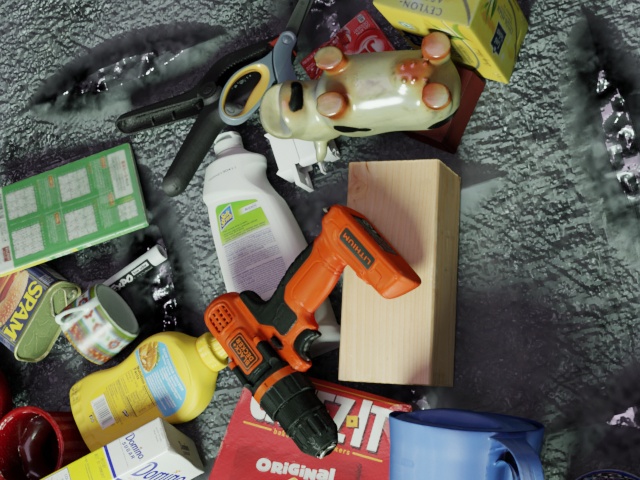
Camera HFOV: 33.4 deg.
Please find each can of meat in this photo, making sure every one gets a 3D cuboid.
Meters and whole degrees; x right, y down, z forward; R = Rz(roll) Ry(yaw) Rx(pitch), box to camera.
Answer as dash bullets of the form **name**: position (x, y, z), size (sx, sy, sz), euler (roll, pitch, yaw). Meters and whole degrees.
- **can of meat**: position (-0.331, 0.071, 1.199), size (0.084, 0.057, 0.102), euler (32, 94, 26)

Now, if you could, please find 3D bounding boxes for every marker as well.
- **marker**: position (-0.221, 0.044, 1.177), size (0.121, 0.020, 0.020), euler (-33, 71, 15)

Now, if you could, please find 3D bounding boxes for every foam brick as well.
- **foam brick**: position (0.118, -0.133, 1.047), size (0.051, 0.053, 0.078), euler (25, 91, 24)

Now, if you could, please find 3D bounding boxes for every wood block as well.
- **wood block**: position (0.077, 0.034, 1.019), size (0.091, 0.090, 0.206), euler (0, 81, 22)

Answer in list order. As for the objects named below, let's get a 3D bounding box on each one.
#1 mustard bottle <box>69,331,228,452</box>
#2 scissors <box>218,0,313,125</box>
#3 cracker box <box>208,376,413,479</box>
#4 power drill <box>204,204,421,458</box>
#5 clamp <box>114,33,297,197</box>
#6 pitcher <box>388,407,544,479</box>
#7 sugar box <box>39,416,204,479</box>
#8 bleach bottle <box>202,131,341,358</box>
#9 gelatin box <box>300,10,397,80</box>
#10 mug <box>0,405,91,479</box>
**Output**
- **mustard bottle**: position (-0.168, 0.150, 1.118), size (0.192, 0.058, 0.096), euler (-33, 70, 15)
- **scissors**: position (-0.023, -0.187, 1.094), size (0.096, 0.016, 0.201), euler (38, 76, 6)
- **cracker box**: position (-0.019, 0.237, 0.988), size (0.164, 0.072, 0.213), euler (13, 65, 15)
- **power drill**: position (0.000, 0.076, 0.962), size (0.188, 0.057, 0.184), euler (-46, 66, 13)
- **clamp**: position (-0.111, -0.138, 1.121), size (0.210, 0.036, 0.165), euler (-34, 43, 1)
- **pitcher**: position (0.121, 0.266, 0.899), size (0.145, 0.149, 0.243), euler (2, 88, 21)
- **sugar box**: position (-0.215, 0.248, 1.083), size (0.176, 0.093, 0.048), euler (-26, 60, 5)
- **bleach bottle**: position (-0.057, 0.001, 1.095), size (0.103, 0.068, 0.251), euler (-22, 72, 15)
- **gelatin box**: position (0.034, -0.181, 1.100), size (0.089, 0.030, 0.073), euler (-37, 70, 13)
- **mug**: position (-0.296, 0.236, 1.145), size (0.093, 0.081, 0.117), euler (20, 89, 23)
